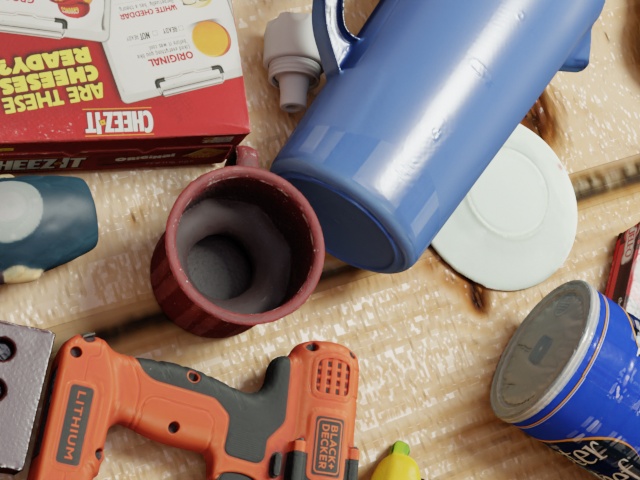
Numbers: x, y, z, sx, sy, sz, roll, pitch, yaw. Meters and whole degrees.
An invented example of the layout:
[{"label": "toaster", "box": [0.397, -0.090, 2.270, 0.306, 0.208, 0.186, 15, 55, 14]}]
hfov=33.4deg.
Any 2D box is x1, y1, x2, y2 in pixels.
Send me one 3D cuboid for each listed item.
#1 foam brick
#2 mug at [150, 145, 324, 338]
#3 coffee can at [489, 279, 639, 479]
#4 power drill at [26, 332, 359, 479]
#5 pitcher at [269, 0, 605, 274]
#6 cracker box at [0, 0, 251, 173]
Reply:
[{"label": "foam brick", "box": [-0.181, 0.085, 0.582, 0.053, 0.051, 0.078, 14, 70, -17]}, {"label": "mug", "box": [-0.054, 0.001, 0.637, 0.093, 0.082, 0.117, 7, 72, -18]}, {"label": "coffee can", "box": [0.196, 0.105, 0.686, 0.140, 0.103, 0.102, 33, 66, -9]}, {"label": "power drill", "box": [-0.069, 0.136, 0.607, 0.187, 0.057, 0.184, 13, 68, -19]}, {"label": "pitcher", "box": [0.065, -0.108, 0.690, 0.149, 0.145, 0.242, 25, 66, 23]}, {"label": "cracker box", "box": [-0.143, -0.152, 0.656, 0.164, 0.072, 0.214, -4, 77, -21]}]
